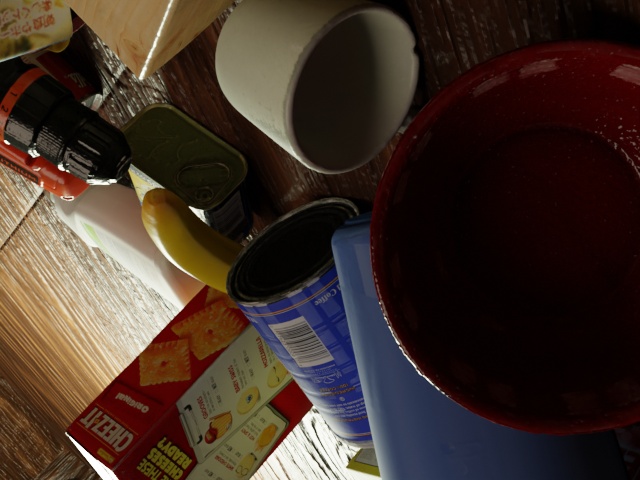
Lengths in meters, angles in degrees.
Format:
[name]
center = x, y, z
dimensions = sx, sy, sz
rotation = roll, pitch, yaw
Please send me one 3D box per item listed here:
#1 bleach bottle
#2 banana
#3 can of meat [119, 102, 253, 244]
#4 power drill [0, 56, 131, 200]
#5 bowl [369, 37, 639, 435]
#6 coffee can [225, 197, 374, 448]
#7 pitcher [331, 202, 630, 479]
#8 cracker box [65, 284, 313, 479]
[bleach bottle]
center = -0.182, -0.013, 0.999
dimensions = 0.251, 0.068, 0.102
rotation = 27, 153, 41
[banana]
center = -0.066, 0.009, 0.770
dimensions = 0.070, 0.037, 0.197
rotation = -26, 144, 34
[can of meat]
center = -0.100, -0.043, 0.809
dimensions = 0.102, 0.057, 0.084
rotation = 35, 158, 20
[power drill]
center = -0.203, -0.083, 0.745
dimensions = 0.184, 0.057, 0.188
rotation = 34, 169, 3
[bowl]
center = 0.101, -0.003, 0.450
dimensions = 0.162, 0.162, 0.055
rotation = 46, -172, -6
[coffee can]
center = 0.016, 0.056, 0.724
dimensions = 0.103, 0.102, 0.140
rotation = 10, 140, 55
[pitcher]
center = 0.096, 0.093, 0.541
dimensions = 0.145, 0.149, 0.243
rotation = -8, 98, 66
[cracker box]
center = -0.094, 0.138, 0.911
dimensions = 0.072, 0.213, 0.164
rotation = 28, 154, 34
